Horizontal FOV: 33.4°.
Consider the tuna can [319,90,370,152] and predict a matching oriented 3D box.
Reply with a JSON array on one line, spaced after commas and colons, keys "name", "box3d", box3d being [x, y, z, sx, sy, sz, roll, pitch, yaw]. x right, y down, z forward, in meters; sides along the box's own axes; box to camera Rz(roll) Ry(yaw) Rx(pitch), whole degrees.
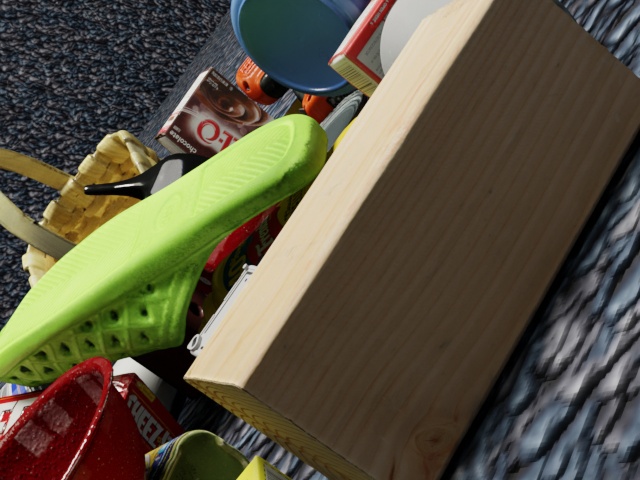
[{"name": "tuna can", "box3d": [0.017, -0.071, 0.812, 0.086, 0.033, 0.086, -48, 15, 17]}]

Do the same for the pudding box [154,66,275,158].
[{"name": "pudding box", "box3d": [-0.098, -0.105, 1.086, 0.090, 0.113, 0.039, -59, 19, -20]}]

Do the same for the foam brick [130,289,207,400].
[{"name": "foam brick", "box3d": [-0.104, 0.066, 0.775, 0.051, 0.078, 0.053, -47, 15, 25]}]

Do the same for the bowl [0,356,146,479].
[{"name": "bowl", "box3d": [-0.136, 0.138, 0.526, 0.162, 0.055, 0.162, -43, 20, 19]}]

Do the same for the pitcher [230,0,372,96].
[{"name": "pitcher", "box3d": [0.038, -0.223, 0.764, 0.145, 0.149, 0.242, 11, 52, 24]}]

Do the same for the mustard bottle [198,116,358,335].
[{"name": "mustard bottle", "box3d": [-0.016, 0.007, 0.684, 0.192, 0.058, 0.096, -45, 21, 28]}]

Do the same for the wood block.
[{"name": "wood block", "box3d": [0.043, -0.001, 0.459, 0.206, 0.090, 0.090, -57, 14, -16]}]

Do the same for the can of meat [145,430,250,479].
[{"name": "can of meat", "box3d": [-0.087, 0.155, 0.559, 0.084, 0.057, 0.102, -35, 23, 44]}]

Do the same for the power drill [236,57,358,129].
[{"name": "power drill", "box3d": [0.015, -0.176, 0.923, 0.184, 0.057, 0.188, -52, 30, 8]}]

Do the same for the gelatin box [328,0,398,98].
[{"name": "gelatin box", "box3d": [0.061, -0.112, 0.665, 0.073, 0.089, 0.030, -57, 15, -17]}]
